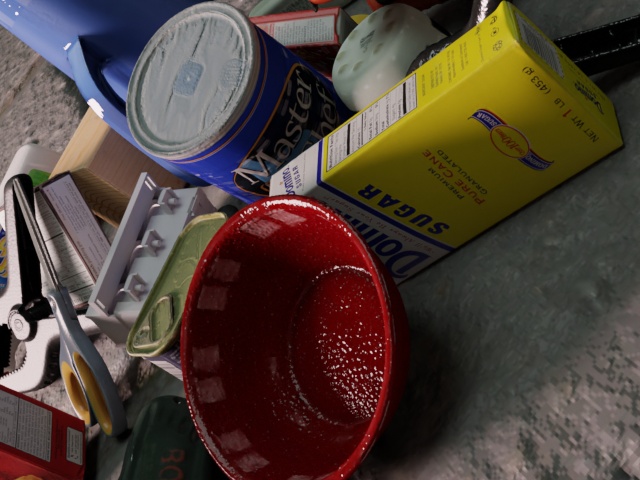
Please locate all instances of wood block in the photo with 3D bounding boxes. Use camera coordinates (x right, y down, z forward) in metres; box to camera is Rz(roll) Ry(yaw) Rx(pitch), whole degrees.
[{"bbox_3d":[-0.153,-0.121,0.989,0.090,0.090,0.206,-8,52,53],"label":"wood block"}]

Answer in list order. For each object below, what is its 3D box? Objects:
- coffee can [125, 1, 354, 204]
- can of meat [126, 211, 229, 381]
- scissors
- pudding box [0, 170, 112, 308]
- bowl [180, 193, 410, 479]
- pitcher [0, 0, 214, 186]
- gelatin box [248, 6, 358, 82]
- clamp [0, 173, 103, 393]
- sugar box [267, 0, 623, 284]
[{"bbox_3d":[-0.042,-0.078,0.698,0.103,0.140,0.103,-14,65,32],"label":"coffee can"},{"bbox_3d":[-0.060,0.047,0.676,0.058,0.083,0.102,-7,52,53],"label":"can of meat"},{"bbox_3d":[-0.197,0.059,0.807,0.016,0.202,0.096,-21,-13,-31],"label":"scissors"},{"bbox_3d":[-0.228,0.004,0.942,0.090,0.113,0.039,-19,15,45],"label":"pudding box"},{"bbox_3d":[-0.005,0.057,0.576,0.162,0.055,0.162,-4,84,44],"label":"bowl"},{"bbox_3d":[-0.147,-0.156,0.860,0.145,0.242,0.149,-57,22,-3],"label":"pitcher"},{"bbox_3d":[-0.004,-0.133,0.752,0.073,0.089,0.030,-1,80,22],"label":"gelatin box"},{"bbox_3d":[-0.249,0.056,0.913,0.210,0.164,0.036,-45,-12,33],"label":"clamp"},{"bbox_3d":[0.063,-0.043,0.585,0.176,0.093,0.048,-37,32,29],"label":"sugar box"}]
